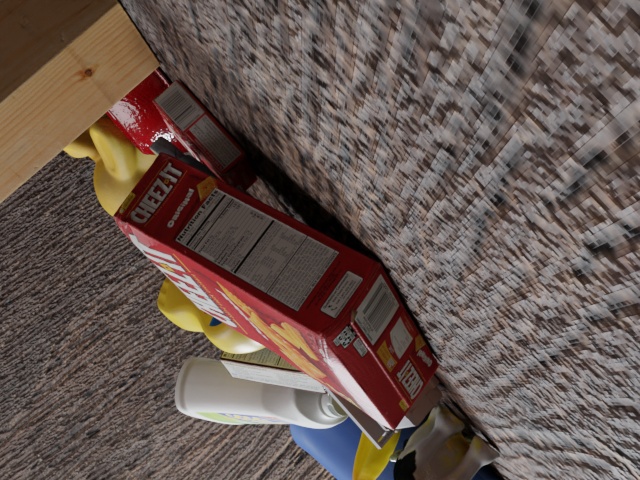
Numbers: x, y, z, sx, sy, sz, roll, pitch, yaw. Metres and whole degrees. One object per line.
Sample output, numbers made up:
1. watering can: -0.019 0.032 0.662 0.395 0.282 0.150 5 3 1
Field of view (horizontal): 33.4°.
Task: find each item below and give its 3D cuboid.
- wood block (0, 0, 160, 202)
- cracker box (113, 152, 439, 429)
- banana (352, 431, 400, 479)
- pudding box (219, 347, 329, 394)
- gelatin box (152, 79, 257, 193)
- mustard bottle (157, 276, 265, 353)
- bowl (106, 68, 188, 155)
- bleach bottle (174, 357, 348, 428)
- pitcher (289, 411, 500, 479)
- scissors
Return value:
1. wood block: -0.243 -0.120 0.848 0.090 0.206 0.090 45 173 30
2. cracker box: -0.032 0.039 0.792 0.214 0.072 0.164 27 163 33
3. banana: 0.050 0.152 1.008 0.037 0.069 0.198 -130 24 -52
4. pudding box: -0.029 0.094 1.023 0.114 0.090 0.039 5 146 31
5. gelatin box: -0.094 -0.080 0.872 0.089 0.030 0.073 47 174 11
6. mustard bottle: -0.075 0.057 1.000 0.192 0.096 0.058 19 155 53
7. bowl: -0.170 -0.131 0.977 0.162 0.055 0.162 48 173 7
8. bleach bottle: -0.053 0.162 1.115 0.102 0.068 0.251 19 165 -30
9. pitcher: 0.090 0.239 1.148 0.243 0.148 0.145 38 126 45
10. scissors: -0.060 -0.013 0.879 0.201 0.016 0.096 43 172 -15
